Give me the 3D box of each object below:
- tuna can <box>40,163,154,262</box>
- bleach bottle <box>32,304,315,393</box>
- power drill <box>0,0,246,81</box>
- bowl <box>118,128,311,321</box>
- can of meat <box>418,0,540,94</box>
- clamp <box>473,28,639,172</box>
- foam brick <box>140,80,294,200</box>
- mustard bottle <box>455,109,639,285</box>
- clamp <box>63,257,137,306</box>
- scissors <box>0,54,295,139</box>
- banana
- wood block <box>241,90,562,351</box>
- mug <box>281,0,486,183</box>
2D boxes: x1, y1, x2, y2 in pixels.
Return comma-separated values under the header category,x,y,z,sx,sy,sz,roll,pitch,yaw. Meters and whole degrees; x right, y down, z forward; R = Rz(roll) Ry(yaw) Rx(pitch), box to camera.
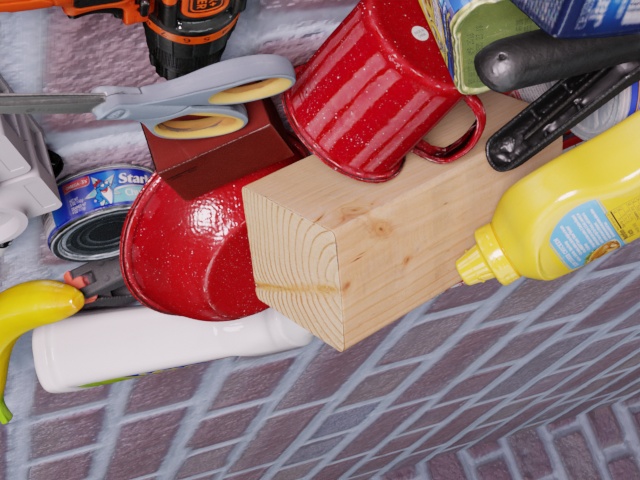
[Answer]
category,x,y,z,sx,sy,sz,roll,pitch,yaw
tuna can,-0.149,-0.017,0.737,0.086,0.034,0.086,-17,160,-7
bleach bottle,-0.105,0.075,0.878,0.251,0.068,0.102,-11,176,22
power drill,-0.124,-0.109,0.490,0.187,0.057,0.184,-16,164,-15
bowl,-0.055,0.001,0.738,0.161,0.055,0.162,-25,137,-26
can of meat,0.080,-0.137,0.563,0.057,0.084,0.102,-21,160,3
clamp,0.175,-0.106,0.583,0.210,0.036,0.164,-26,166,-2
foam brick,-0.065,-0.068,0.657,0.078,0.051,0.053,-22,159,6
mustard bottle,0.171,-0.025,0.662,0.192,0.058,0.096,-31,149,15
clamp,-0.115,0.014,0.851,0.171,0.039,0.120,-14,154,-37
scissors,-0.084,-0.075,0.528,0.096,0.016,0.201,-23,170,25
banana,-0.245,0.076,0.855,0.198,0.069,0.037,-50,-174,44
wood block,0.061,-0.023,0.714,0.205,0.091,0.090,-28,128,-31
mug,0.046,-0.088,0.633,0.117,0.093,0.082,33,131,-15
